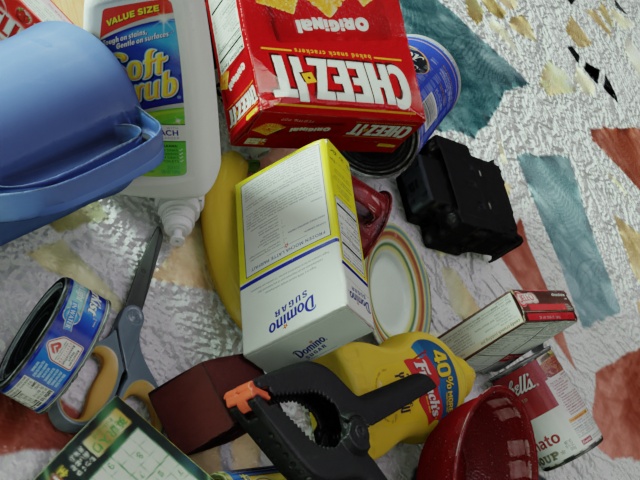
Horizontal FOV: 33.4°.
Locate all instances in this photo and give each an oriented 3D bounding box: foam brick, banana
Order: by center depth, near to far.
[{"bbox_3d":[-0.073,0.116,0.763,0.051,0.053,0.078,63,23,12],"label":"foam brick"},{"bbox_3d":[-0.071,-0.008,0.892,0.069,0.037,0.198,22,47,-31],"label":"banana"}]

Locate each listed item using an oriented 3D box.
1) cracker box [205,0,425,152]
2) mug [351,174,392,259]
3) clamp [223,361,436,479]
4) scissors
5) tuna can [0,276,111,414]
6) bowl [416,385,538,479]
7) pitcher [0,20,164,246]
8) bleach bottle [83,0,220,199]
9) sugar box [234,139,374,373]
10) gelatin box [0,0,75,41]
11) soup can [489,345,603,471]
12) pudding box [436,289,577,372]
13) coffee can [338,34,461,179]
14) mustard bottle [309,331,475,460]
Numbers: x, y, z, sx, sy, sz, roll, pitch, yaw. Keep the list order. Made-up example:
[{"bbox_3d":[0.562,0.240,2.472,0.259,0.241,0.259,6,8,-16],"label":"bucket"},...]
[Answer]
[{"bbox_3d":[-0.010,-0.189,0.935,0.163,0.072,0.214,-1,68,-28],"label":"cracker box"},{"bbox_3d":[0.009,-0.027,0.931,0.081,0.117,0.093,32,70,-17],"label":"mug"},{"bbox_3d":[0.020,0.136,0.775,0.209,0.036,0.164,35,42,-30],"label":"clamp"},{"bbox_3d":[-0.129,0.076,0.783,0.096,0.016,0.201,45,38,-12],"label":"scissors"},{"bbox_3d":[-0.173,0.067,0.688,0.033,0.086,0.086,35,41,-19],"label":"tuna can"},{"bbox_3d":[0.125,0.200,0.885,0.161,0.055,0.162,6,83,-55],"label":"bowl"},{"bbox_3d":[-0.227,-0.046,0.679,0.145,0.149,0.242,52,41,0],"label":"pitcher"},{"bbox_3d":[-0.129,-0.142,0.761,0.102,0.251,0.068,6,46,8],"label":"bleach bottle"},{"bbox_3d":[-0.016,0.010,0.820,0.048,0.093,0.176,41,30,-42],"label":"sugar box"},{"bbox_3d":[-0.232,-0.159,0.815,0.089,0.073,0.030,46,39,-9],"label":"gelatin box"},{"bbox_3d":[0.218,0.162,1.030,0.068,0.069,0.102,-18,75,-51],"label":"soup can"},{"bbox_3d":[0.171,0.086,1.004,0.089,0.114,0.039,5,54,-45],"label":"pudding box"},{"bbox_3d":[0.075,-0.139,1.092,0.103,0.103,0.140,47,38,-7],"label":"coffee can"},{"bbox_3d":[0.072,0.128,0.912,0.191,0.058,0.096,-3,80,-48],"label":"mustard bottle"}]
